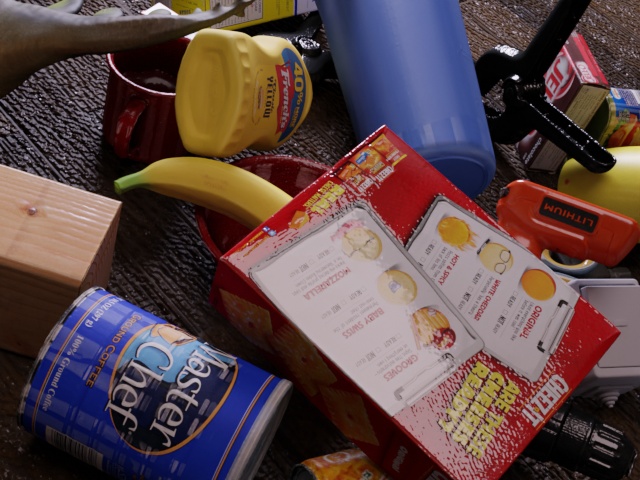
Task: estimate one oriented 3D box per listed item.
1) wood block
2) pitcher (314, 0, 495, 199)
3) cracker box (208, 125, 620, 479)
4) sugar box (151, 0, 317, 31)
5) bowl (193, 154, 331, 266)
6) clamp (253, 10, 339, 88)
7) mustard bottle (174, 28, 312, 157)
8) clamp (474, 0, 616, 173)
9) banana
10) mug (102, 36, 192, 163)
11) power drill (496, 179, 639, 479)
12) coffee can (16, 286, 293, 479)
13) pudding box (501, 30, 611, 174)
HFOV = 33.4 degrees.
[{"bbox_3d":[-0.253,0.000,0.732,0.206,0.090,0.090,17,41,-2],"label":"wood block"},{"bbox_3d":[0.084,-0.145,0.967,0.149,0.145,0.243,-4,60,-13],"label":"pitcher"},{"bbox_3d":[0.059,0.050,0.698,0.214,0.072,0.164,43,60,11],"label":"cracker box"},{"bbox_3d":[-0.073,-0.249,1.072,0.175,0.048,0.093,-19,34,-37],"label":"sugar box"},{"bbox_3d":[-0.023,0.005,0.837,0.162,0.055,0.162,10,43,-10],"label":"bowl"},{"bbox_3d":[-0.019,-0.187,1.051,0.171,0.039,0.120,-11,44,-38],"label":"clamp"},{"bbox_3d":[-0.052,-0.121,0.884,0.058,0.096,0.191,9,10,19],"label":"mustard bottle"},{"bbox_3d":[0.192,-0.149,0.990,0.036,0.164,0.210,-9,11,-28],"label":"clamp"},{"bbox_3d":[-0.050,-0.015,0.781,0.198,0.037,0.069,26,61,8],"label":"banana"},{"bbox_3d":[-0.143,-0.112,0.894,0.093,0.082,0.117,21,42,1],"label":"mug"},{"bbox_3d":[0.164,0.062,0.778,0.184,0.057,0.187,23,77,14],"label":"power drill"},{"bbox_3d":[-0.101,0.105,0.670,0.140,0.103,0.102,26,43,7],"label":"coffee can"},{"bbox_3d":[0.225,-0.135,1.031,0.039,0.114,0.090,7,44,-18],"label":"pudding box"}]
